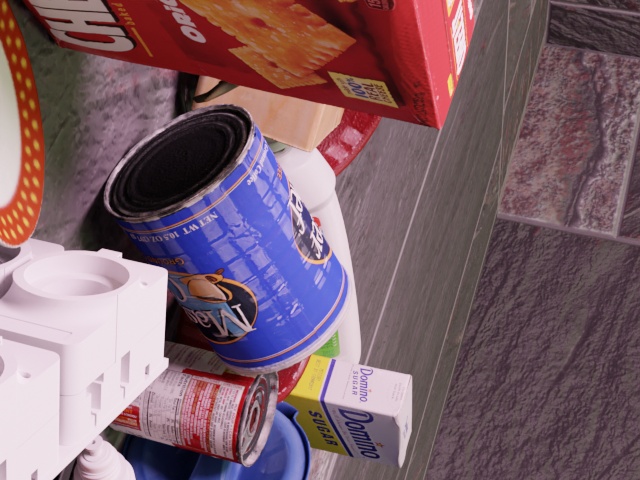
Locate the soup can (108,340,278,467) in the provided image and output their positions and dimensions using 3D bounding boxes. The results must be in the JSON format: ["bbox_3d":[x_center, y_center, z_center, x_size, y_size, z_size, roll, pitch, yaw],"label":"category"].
[{"bbox_3d":[-0.087,0.107,0.721,0.068,0.102,0.068,12,90,-75],"label":"soup can"}]

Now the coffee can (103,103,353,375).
[{"bbox_3d":[-0.054,0.001,0.667,0.140,0.103,0.102,58,40,-34],"label":"coffee can"}]

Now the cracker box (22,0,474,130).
[{"bbox_3d":[-0.046,-0.130,0.469,0.164,0.214,0.072,62,44,-67],"label":"cracker box"}]

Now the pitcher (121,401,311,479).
[{"bbox_3d":[-0.086,0.243,0.815,0.145,0.149,0.243,-103,-167,-50],"label":"pitcher"}]

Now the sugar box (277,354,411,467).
[{"bbox_3d":[-0.016,0.130,0.862,0.093,0.176,0.048,82,24,-53],"label":"sugar box"}]
